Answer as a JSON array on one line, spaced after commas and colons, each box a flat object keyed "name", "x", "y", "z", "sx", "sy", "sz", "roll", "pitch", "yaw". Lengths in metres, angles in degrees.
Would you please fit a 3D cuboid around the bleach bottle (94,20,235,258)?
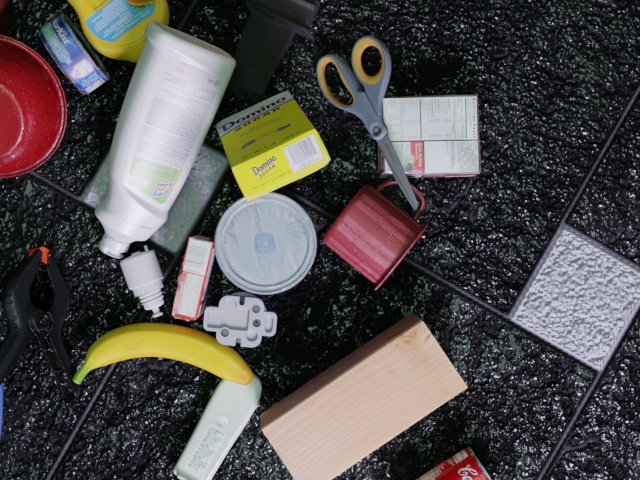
[{"name": "bleach bottle", "x": -0.184, "y": -0.099, "z": 1.144, "sx": 0.102, "sy": 0.068, "sz": 0.251, "roll": 19, "pitch": 105, "yaw": -27}]

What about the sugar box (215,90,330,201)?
[{"name": "sugar box", "x": -0.054, "y": -0.103, "z": 1.110, "sx": 0.093, "sy": 0.176, "sz": 0.048, "roll": -25, "pitch": 115, "yaw": -2}]

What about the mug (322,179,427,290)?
[{"name": "mug", "x": 0.064, "y": -0.016, "z": 1.162, "sx": 0.081, "sy": 0.093, "sz": 0.117, "roll": 38, "pitch": 86, "yaw": 2}]

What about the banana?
[{"name": "banana", "x": -0.171, "y": 0.125, "z": 1.175, "sx": 0.198, "sy": 0.037, "sz": 0.069, "roll": 0, "pitch": 79, "yaw": 3}]

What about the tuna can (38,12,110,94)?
[{"name": "tuna can", "x": -0.265, "y": -0.200, "z": 1.147, "sx": 0.034, "sy": 0.086, "sz": 0.086, "roll": -34, "pitch": 92, "yaw": 1}]

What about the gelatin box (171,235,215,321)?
[{"name": "gelatin box", "x": -0.137, "y": 0.040, "z": 1.163, "sx": 0.030, "sy": 0.073, "sz": 0.089, "roll": 13, "pitch": 92, "yaw": -1}]

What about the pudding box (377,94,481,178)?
[{"name": "pudding box", "x": 0.120, "y": -0.116, "z": 1.185, "sx": 0.113, "sy": 0.039, "sz": 0.090, "roll": -1, "pitch": 90, "yaw": -4}]

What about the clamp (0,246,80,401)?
[{"name": "clamp", "x": -0.303, "y": 0.096, "z": 1.161, "sx": 0.039, "sy": 0.120, "sz": 0.171, "roll": -4, "pitch": 71, "yaw": 36}]

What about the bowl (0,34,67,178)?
[{"name": "bowl", "x": -0.356, "y": -0.136, "z": 1.137, "sx": 0.162, "sy": 0.055, "sz": 0.162, "roll": 0, "pitch": 111, "yaw": -1}]

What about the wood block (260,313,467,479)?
[{"name": "wood block", "x": 0.044, "y": 0.175, "z": 1.163, "sx": 0.206, "sy": 0.090, "sz": 0.091, "roll": -34, "pitch": 92, "yaw": -1}]

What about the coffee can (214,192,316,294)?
[{"name": "coffee can", "x": -0.057, "y": 0.001, "z": 1.130, "sx": 0.103, "sy": 0.140, "sz": 0.103, "roll": 0, "pitch": 91, "yaw": -2}]

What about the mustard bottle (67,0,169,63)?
[{"name": "mustard bottle", "x": -0.221, "y": -0.256, "z": 1.161, "sx": 0.096, "sy": 0.058, "sz": 0.191, "roll": -36, "pitch": 92, "yaw": -2}]

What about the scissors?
[{"name": "scissors", "x": 0.071, "y": -0.138, "z": 1.153, "sx": 0.096, "sy": 0.016, "sz": 0.202, "roll": -47, "pitch": 69, "yaw": 22}]

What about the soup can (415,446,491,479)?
[{"name": "soup can", "x": 0.140, "y": 0.283, "z": 1.180, "sx": 0.102, "sy": 0.068, "sz": 0.068, "roll": -32, "pitch": 92, "yaw": 0}]
